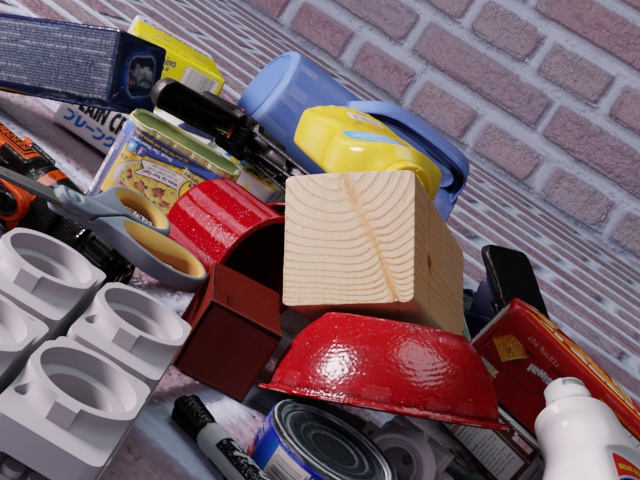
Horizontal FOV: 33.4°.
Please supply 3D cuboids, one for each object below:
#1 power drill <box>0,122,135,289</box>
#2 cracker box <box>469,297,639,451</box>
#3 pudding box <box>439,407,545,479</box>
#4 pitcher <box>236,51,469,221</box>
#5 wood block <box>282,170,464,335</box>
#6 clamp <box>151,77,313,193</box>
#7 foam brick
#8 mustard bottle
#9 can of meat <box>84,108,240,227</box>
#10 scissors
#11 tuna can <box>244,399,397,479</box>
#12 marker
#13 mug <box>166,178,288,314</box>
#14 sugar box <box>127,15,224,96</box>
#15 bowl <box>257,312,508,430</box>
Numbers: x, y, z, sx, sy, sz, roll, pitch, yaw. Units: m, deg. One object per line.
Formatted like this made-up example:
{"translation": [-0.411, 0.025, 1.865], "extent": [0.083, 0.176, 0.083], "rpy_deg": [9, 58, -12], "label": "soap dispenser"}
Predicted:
{"translation": [-0.213, -0.025, 0.638], "extent": [0.184, 0.057, 0.187], "rpy_deg": [38, 12, 9], "label": "power drill"}
{"translation": [0.202, 0.126, 0.894], "extent": [0.164, 0.072, 0.213], "rpy_deg": [44, 6, 8], "label": "cracker box"}
{"translation": [0.137, 0.154, 0.769], "extent": [0.090, 0.039, 0.113], "rpy_deg": [42, -1, 41], "label": "pudding box"}
{"translation": [0.033, -0.095, 1.152], "extent": [0.242, 0.149, 0.145], "rpy_deg": [38, 6, -22], "label": "pitcher"}
{"translation": [0.047, 0.024, 0.786], "extent": [0.090, 0.091, 0.206], "rpy_deg": [-2, -16, 16], "label": "wood block"}
{"translation": [-0.060, -0.083, 0.904], "extent": [0.164, 0.036, 0.210], "rpy_deg": [36, 6, -5], "label": "clamp"}
{"translation": [-0.060, 0.057, 0.694], "extent": [0.053, 0.051, 0.078], "rpy_deg": [29, 14, -11], "label": "foam brick"}
{"translation": [0.046, -0.061, 0.872], "extent": [0.096, 0.058, 0.192], "rpy_deg": [17, 13, -21], "label": "mustard bottle"}
{"translation": [-0.124, -0.043, 0.837], "extent": [0.102, 0.084, 0.057], "rpy_deg": [30, 14, -8], "label": "can of meat"}
{"translation": [-0.152, -0.029, 0.661], "extent": [0.201, 0.016, 0.096], "rpy_deg": [35, 15, -32], "label": "scissors"}
{"translation": [0.001, 0.129, 0.610], "extent": [0.086, 0.034, 0.086], "rpy_deg": [30, 13, -8], "label": "tuna can"}
{"translation": [-0.042, 0.123, 0.566], "extent": [0.121, 0.020, 0.020], "rpy_deg": [42, 16, 35], "label": "marker"}
{"translation": [-0.055, 0.001, 0.795], "extent": [0.117, 0.093, 0.082], "rpy_deg": [-28, 44, -27], "label": "mug"}
{"translation": [-0.148, -0.176, 1.050], "extent": [0.093, 0.048, 0.176], "rpy_deg": [28, 13, -18], "label": "sugar box"}
{"translation": [0.043, 0.081, 0.681], "extent": [0.162, 0.055, 0.162], "rpy_deg": [10, -7, 1], "label": "bowl"}
